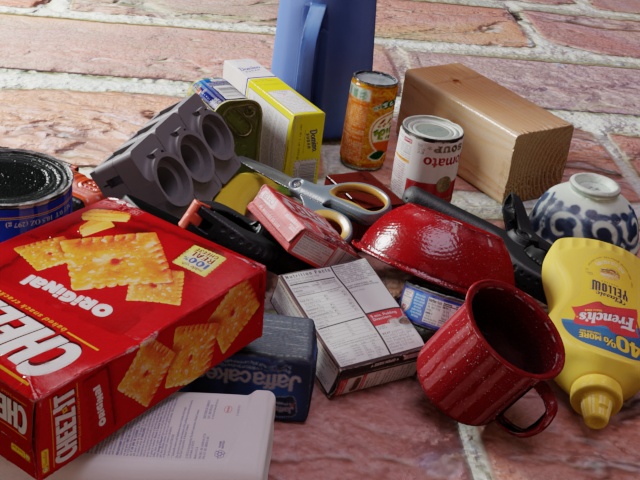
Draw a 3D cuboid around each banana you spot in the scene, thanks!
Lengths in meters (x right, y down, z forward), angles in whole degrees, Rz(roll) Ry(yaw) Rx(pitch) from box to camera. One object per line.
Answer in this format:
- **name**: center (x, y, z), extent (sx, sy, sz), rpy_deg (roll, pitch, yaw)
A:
- **banana**: center (-0.079, -0.028, 1.070), extent (0.070, 0.037, 0.197), rpy_deg (10, 29, 9)

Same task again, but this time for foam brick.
- **foam brick**: center (0.042, -0.030, 1.090), extent (0.052, 0.051, 0.078), rpy_deg (-8, 32, -27)

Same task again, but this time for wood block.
- **wood block**: center (0.191, -0.132, 1.271), extent (0.090, 0.090, 0.206), rpy_deg (-12, 34, -30)

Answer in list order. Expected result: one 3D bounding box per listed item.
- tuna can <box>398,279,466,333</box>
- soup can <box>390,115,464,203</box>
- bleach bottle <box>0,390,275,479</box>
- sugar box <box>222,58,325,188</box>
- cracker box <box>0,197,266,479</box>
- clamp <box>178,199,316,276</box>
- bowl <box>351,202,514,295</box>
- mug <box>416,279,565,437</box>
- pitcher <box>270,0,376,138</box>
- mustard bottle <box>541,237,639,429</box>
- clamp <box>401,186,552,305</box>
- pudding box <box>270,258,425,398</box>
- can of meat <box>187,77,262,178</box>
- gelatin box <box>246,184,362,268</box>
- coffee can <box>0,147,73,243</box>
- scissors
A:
- **tuna can**: center (0.109, 0.062, 0.921), extent (0.086, 0.034, 0.086), rpy_deg (17, 3, -1)
- **soup can**: center (0.111, -0.074, 1.132), extent (0.068, 0.102, 0.068), rpy_deg (6, 28, -3)
- **bleach bottle**: center (-0.160, 0.138, 0.724), extent (0.251, 0.068, 0.102), rpy_deg (6, 28, 1)
- **sugar box**: center (-0.058, -0.134, 1.211), extent (0.048, 0.093, 0.176), rpy_deg (-8, 32, -27)
- **cracker box**: center (-0.166, 0.052, 0.740), extent (0.164, 0.072, 0.213), rpy_deg (23, 33, 30)
- **clamp**: center (-0.056, 0.001, 0.964), extent (0.171, 0.039, 0.120), rpy_deg (31, 5, -31)
- **bowl**: center (0.112, 0.007, 0.967), extent (0.162, 0.055, 0.162), rpy_deg (21, 6, -2)
- **mug**: center (0.136, 0.100, 0.828), extent (0.093, 0.082, 0.117), rpy_deg (-17, 63, -48)
- **pitcher**: center (0.004, -0.249, 1.278), extent (0.144, 0.243, 0.149), rpy_deg (-12, 33, -29)
- **mustard bottle**: center (0.234, 0.081, 0.903), extent (0.096, 0.058, 0.191), rpy_deg (20, 42, -2)
- **clamp**: center (0.200, 0.006, 1.066), extent (0.164, 0.036, 0.210), rpy_deg (-5, 37, -43)
- **pudding box**: center (0.023, 0.070, 0.891), extent (0.089, 0.039, 0.114), rpy_deg (-11, 47, -29)
- **can of meat**: center (-0.108, -0.120, 1.165), extent (0.057, 0.102, 0.084), rpy_deg (-8, 30, -26)
- **gelatin box**: center (-0.013, -0.007, 0.946), extent (0.089, 0.030, 0.073), rpy_deg (29, 13, -47)
- **coffee can**: center (-0.249, 0.011, 0.850), extent (0.102, 0.140, 0.103), rpy_deg (6, 28, -3)
- **scissors**: center (-0.025, -0.038, 1.056), extent (0.202, 0.016, 0.096), rpy_deg (13, 51, 31)
